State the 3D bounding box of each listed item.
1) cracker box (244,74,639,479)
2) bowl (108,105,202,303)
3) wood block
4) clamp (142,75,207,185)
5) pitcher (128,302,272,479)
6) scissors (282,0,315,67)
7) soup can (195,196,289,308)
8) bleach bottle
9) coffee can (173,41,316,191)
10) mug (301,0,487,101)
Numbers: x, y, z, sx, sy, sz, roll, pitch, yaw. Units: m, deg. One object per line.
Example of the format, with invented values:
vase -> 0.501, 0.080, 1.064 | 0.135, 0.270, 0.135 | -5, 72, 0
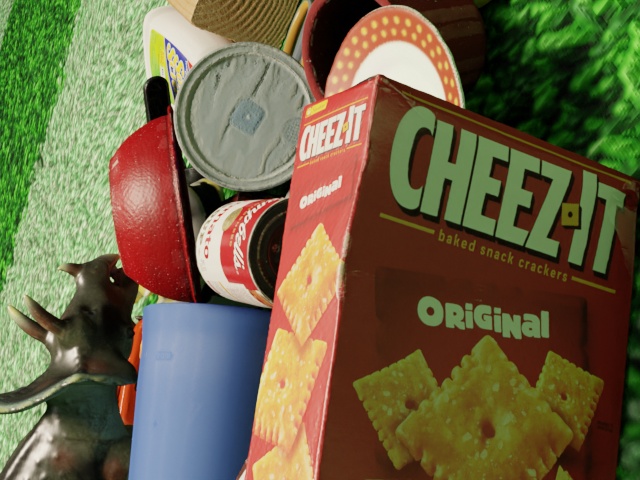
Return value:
cracker box -> 0.060, 0.054, 0.482 | 0.072, 0.164, 0.213 | -14, 63, 58
bowl -> -0.130, -0.021, 0.828 | 0.162, 0.055, 0.162 | 172, 90, -85
wood block -> -0.095, -0.257, 1.033 | 0.090, 0.090, 0.206 | -66, 28, 14
clamp -> -0.143, -0.062, 1.036 | 0.172, 0.039, 0.120 | 102, 147, -49
pitcher -> -0.061, 0.164, 0.696 | 0.149, 0.145, 0.243 | 65, -150, -75
scissors -> -0.023, -0.110, 0.894 | 0.096, 0.016, 0.202 | -2, 74, 62
soup can -> -0.031, 0.007, 0.663 | 0.102, 0.068, 0.068 | 1, 76, 66
bleach bottle -> -0.105, -0.157, 1.005 | 0.251, 0.068, 0.102 | -141, 47, -61
coffee can -> -0.056, -0.091, 0.801 | 0.140, 0.102, 0.103 | -140, 68, -82
mug -> 0.050, -0.107, 0.667 | 0.093, 0.081, 0.117 | 11, 114, 46
